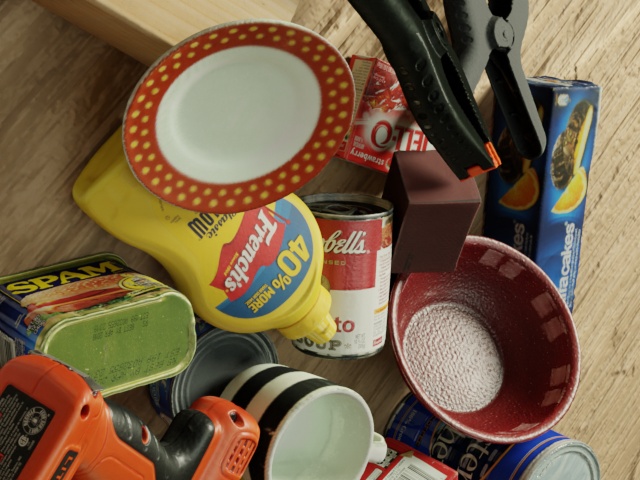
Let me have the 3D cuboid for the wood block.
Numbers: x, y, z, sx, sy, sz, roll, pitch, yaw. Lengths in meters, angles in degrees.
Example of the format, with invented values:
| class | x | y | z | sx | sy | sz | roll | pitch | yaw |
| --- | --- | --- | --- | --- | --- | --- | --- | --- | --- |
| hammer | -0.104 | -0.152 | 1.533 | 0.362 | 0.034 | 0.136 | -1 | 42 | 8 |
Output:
| class | x | y | z | sx | sy | sz | roll | pitch | yaw |
| --- | --- | --- | --- | --- | --- | --- | --- | --- | --- |
| wood block | -0.114 | -0.162 | 0.561 | 0.205 | 0.090 | 0.091 | 26 | 86 | -41 |

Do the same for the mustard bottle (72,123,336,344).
| class | x | y | z | sx | sy | sz | roll | pitch | yaw |
| --- | --- | --- | --- | --- | --- | --- | --- | --- | --- |
| mustard bottle | -0.054 | 0.001 | 0.660 | 0.096 | 0.058 | 0.191 | -50 | 119 | -12 |

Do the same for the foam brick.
| class | x | y | z | sx | sy | sz | roll | pitch | yaw |
| --- | --- | --- | --- | --- | --- | --- | --- | --- | --- |
| foam brick | 0.073 | -0.020 | 0.750 | 0.053 | 0.051 | 0.078 | -1 | 140 | -12 |

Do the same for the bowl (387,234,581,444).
| class | x | y | z | sx | sy | sz | roll | pitch | yaw |
| --- | --- | --- | --- | --- | --- | --- | --- | --- | --- |
| bowl | 0.113 | 0.079 | 0.802 | 0.162 | 0.055 | 0.162 | 10 | 63 | -19 |

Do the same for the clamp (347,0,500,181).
| class | x | y | z | sx | sy | sz | roll | pitch | yaw |
| --- | --- | --- | --- | --- | --- | --- | --- | --- | --- |
| clamp | 0.058 | -0.135 | 0.678 | 0.210 | 0.036 | 0.164 | 56 | 25 | -28 |

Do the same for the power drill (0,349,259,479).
| class | x | y | z | sx | sy | sz | roll | pitch | yaw |
| --- | --- | --- | --- | --- | --- | --- | --- | --- | --- |
| power drill | -0.120 | 0.149 | 0.555 | 0.184 | 0.057 | 0.187 | -63 | 149 | -12 |

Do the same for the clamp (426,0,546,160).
| class | x | y | z | sx | sy | sz | roll | pitch | yaw |
| --- | --- | --- | --- | --- | --- | --- | --- | --- | --- |
| clamp | 0.113 | -0.140 | 0.767 | 0.120 | 0.039 | 0.171 | -9 | 91 | -47 |

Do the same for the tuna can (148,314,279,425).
| class | x | y | z | sx | sy | sz | roll | pitch | yaw |
| --- | --- | --- | --- | --- | --- | --- | --- | --- | --- |
| tuna can | -0.071 | 0.091 | 0.710 | 0.085 | 0.034 | 0.086 | -13 | 111 | -37 |

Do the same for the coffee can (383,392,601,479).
| class | x | y | z | sx | sy | sz | roll | pitch | yaw |
| --- | --- | --- | --- | --- | --- | --- | --- | --- | --- |
| coffee can | 0.131 | 0.180 | 0.834 | 0.102 | 0.141 | 0.103 | -13 | 111 | -37 |

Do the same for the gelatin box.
| class | x | y | z | sx | sy | sz | roll | pitch | yaw |
| --- | --- | --- | --- | --- | --- | --- | --- | --- | --- |
| gelatin box | 0.051 | -0.084 | 0.761 | 0.089 | 0.030 | 0.073 | 16 | 93 | -41 |

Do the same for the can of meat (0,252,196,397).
| class | x | y | z | sx | sy | sz | roll | pitch | yaw |
| --- | --- | --- | --- | --- | --- | --- | --- | --- | --- |
| can of meat | -0.134 | 0.050 | 0.612 | 0.101 | 0.084 | 0.057 | -14 | 112 | -36 |

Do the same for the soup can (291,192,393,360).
| class | x | y | z | sx | sy | sz | roll | pitch | yaw |
| --- | --- | --- | --- | --- | --- | --- | --- | --- | --- |
| soup can | 0.014 | 0.024 | 0.738 | 0.068 | 0.069 | 0.102 | -10 | 109 | -38 |
